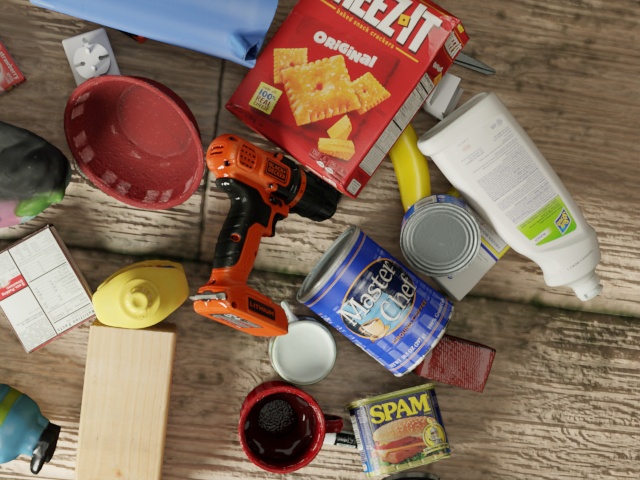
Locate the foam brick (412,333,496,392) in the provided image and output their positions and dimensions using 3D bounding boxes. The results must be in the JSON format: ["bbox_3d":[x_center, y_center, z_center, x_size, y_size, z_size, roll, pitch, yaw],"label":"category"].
[{"bbox_3d":[0.148,0.134,1.202,0.078,0.053,0.051,16,89,-7],"label":"foam brick"}]

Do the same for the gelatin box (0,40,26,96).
[{"bbox_3d":[-0.368,-0.190,1.132,0.073,0.030,0.089,-32,96,-6],"label":"gelatin box"}]

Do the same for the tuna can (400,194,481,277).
[{"bbox_3d":[0.128,-0.006,1.147,0.086,0.033,0.086,1,112,4],"label":"tuna can"}]

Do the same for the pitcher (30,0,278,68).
[{"bbox_3d":[-0.166,-0.273,1.084,0.242,0.149,0.145,11,97,-16],"label":"pitcher"}]

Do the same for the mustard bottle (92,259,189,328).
[{"bbox_3d":[-0.182,0.054,1.083,0.096,0.192,0.058,-14,94,-7],"label":"mustard bottle"}]

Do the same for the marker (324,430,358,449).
[{"bbox_3d":[0.059,0.230,1.209,0.121,0.020,0.020,11,90,-8],"label":"marker"}]

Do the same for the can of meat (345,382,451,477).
[{"bbox_3d":[0.087,0.210,1.180,0.102,0.057,0.084,-11,79,-14],"label":"can of meat"}]

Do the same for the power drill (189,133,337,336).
[{"bbox_3d":[-0.057,0.001,1.113,0.184,0.057,0.187,25,66,-44],"label":"power drill"}]

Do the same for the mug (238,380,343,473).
[{"bbox_3d":[-0.034,0.198,1.163,0.117,0.081,0.093,-1,92,-8],"label":"mug"}]

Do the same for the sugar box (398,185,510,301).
[{"bbox_3d":[0.181,-0.026,1.205,0.176,0.048,0.093,-45,96,0],"label":"sugar box"}]

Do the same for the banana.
[{"bbox_3d":[0.074,-0.109,1.184,0.069,0.037,0.198,-37,84,4],"label":"banana"}]

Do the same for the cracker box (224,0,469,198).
[{"bbox_3d":[0.027,-0.178,1.129,0.164,0.072,0.214,36,93,17],"label":"cracker box"}]

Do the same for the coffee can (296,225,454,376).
[{"bbox_3d":[0.060,0.066,1.162,0.140,0.103,0.103,38,86,-7],"label":"coffee can"}]

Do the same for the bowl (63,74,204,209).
[{"bbox_3d":[-0.186,-0.113,1.123,0.162,0.055,0.162,12,129,15],"label":"bowl"}]

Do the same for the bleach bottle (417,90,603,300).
[{"bbox_3d":[0.218,-0.035,1.154,0.102,0.068,0.251,-37,100,4],"label":"bleach bottle"}]

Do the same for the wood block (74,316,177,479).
[{"bbox_3d":[-0.208,0.191,1.135,0.090,0.091,0.206,6,91,-8],"label":"wood block"}]

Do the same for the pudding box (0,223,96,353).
[{"bbox_3d":[-0.301,0.051,1.145,0.090,0.039,0.113,-29,97,-7],"label":"pudding box"}]
